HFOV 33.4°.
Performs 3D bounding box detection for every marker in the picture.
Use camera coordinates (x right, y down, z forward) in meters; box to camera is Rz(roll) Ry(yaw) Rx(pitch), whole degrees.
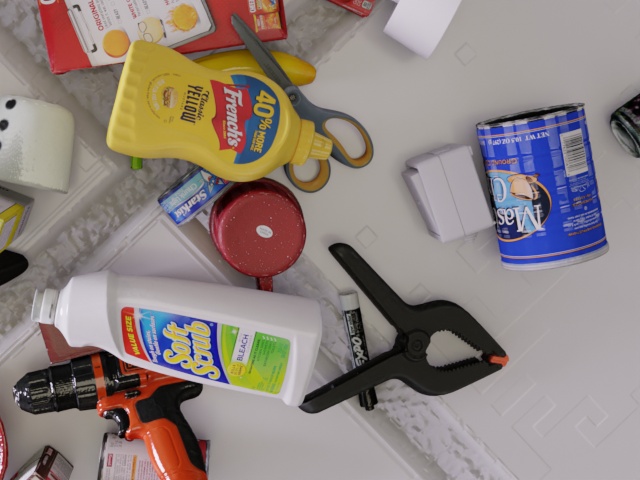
[{"bbox_3d":[0.038,0.110,1.053,0.020,0.020,0.121,-12,99,-5],"label":"marker"}]

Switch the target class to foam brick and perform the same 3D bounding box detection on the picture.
[{"bbox_3d":[-0.220,0.076,1.002,0.078,0.053,0.051,-16,99,-3],"label":"foam brick"}]

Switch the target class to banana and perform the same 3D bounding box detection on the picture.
[{"bbox_3d":[-0.103,-0.140,0.998,0.198,0.037,0.069,-26,123,-1],"label":"banana"}]

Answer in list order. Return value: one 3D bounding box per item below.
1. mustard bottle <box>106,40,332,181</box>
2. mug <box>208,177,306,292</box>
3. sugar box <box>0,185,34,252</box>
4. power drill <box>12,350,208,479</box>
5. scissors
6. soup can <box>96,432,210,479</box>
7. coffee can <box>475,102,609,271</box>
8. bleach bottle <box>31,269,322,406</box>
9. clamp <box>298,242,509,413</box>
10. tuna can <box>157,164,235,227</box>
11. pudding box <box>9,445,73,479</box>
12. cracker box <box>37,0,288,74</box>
[{"bbox_3d":[-0.082,-0.103,0.927,0.191,0.058,0.096,14,76,-13],"label":"mustard bottle"},{"bbox_3d":[-0.057,0.001,0.996,0.093,0.081,0.117,-3,98,-6],"label":"mug"},{"bbox_3d":[-0.307,-0.025,0.915,0.093,0.176,0.048,22,92,-9],"label":"sugar box"},{"bbox_3d":[-0.175,0.182,0.966,0.184,0.057,0.188,-11,59,-14],"label":"power drill"},{"bbox_3d":[-0.034,-0.115,0.983,0.201,0.016,0.096,34,105,-31],"label":"scissors"},{"bbox_3d":[-0.159,0.221,1.020,0.102,0.068,0.068,6,97,-7],"label":"soup can"},{"bbox_3d":[0.210,-0.051,1.010,0.102,0.103,0.140,-13,99,-5],"label":"coffee can"},{"bbox_3d":[-0.130,0.082,0.957,0.250,0.068,0.103,9,121,-11],"label":"bleach bottle"},{"bbox_3d":[0.085,0.089,1.037,0.209,0.036,0.164,4,94,-16],"label":"clamp"},{"bbox_3d":[-0.108,-0.052,0.981,0.086,0.086,0.033,-40,99,0],"label":"tuna can"},{"bbox_3d":[-0.287,0.252,0.998,0.039,0.090,0.113,45,90,-10],"label":"pudding box"},{"bbox_3d":[-0.147,-0.246,0.958,0.213,0.072,0.164,-10,99,-5],"label":"cracker box"}]
